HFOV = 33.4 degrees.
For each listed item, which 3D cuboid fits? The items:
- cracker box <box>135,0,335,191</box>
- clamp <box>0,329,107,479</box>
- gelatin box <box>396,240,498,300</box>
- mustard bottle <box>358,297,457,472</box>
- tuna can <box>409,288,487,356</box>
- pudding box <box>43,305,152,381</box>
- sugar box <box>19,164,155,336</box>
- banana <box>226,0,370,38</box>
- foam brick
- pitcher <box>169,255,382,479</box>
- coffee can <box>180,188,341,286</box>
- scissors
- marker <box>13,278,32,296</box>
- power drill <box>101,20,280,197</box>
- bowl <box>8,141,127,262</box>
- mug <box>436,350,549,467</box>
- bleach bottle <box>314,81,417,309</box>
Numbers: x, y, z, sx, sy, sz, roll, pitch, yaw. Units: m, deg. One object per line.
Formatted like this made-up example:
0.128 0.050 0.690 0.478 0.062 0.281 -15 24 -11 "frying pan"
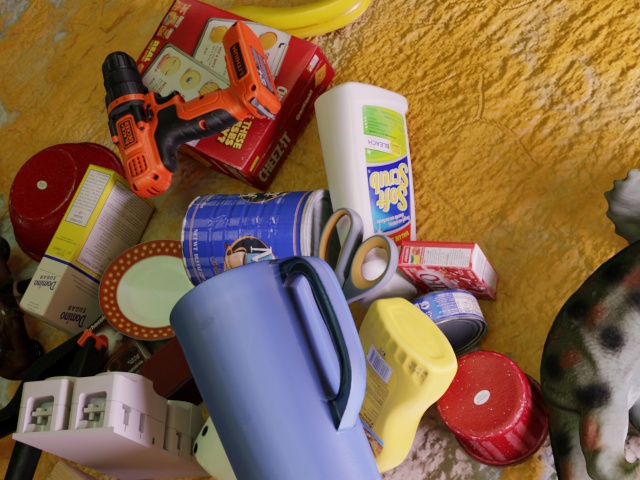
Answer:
-0.114 -0.170 1.215 0.214 0.072 0.164 26 81 30 "cracker box"
-0.305 0.180 1.109 0.165 0.036 0.210 19 69 44 "clamp"
0.121 0.029 1.007 0.073 0.089 0.030 3 69 25 "gelatin box"
0.049 0.151 0.958 0.096 0.058 0.192 50 130 36 "mustard bottle"
0.109 0.080 0.992 0.086 0.086 0.034 -25 58 12 "tuna can"
-0.236 0.141 1.145 0.113 0.039 0.090 -41 56 1 "pudding box"
-0.255 0.015 1.179 0.048 0.093 0.176 19 75 30 "sugar box"
-0.022 -0.264 1.241 0.198 0.037 0.069 -10 46 18 "banana"
-0.136 0.132 1.097 0.078 0.053 0.051 -41 58 1 "foam brick"
-0.025 0.141 0.910 0.145 0.149 0.243 -21 65 -7 "pitcher"
-0.057 0.001 1.092 0.140 0.102 0.103 -1 67 24 "coffee can"
0.022 0.071 1.005 0.096 0.016 0.202 10 93 39 "scissors"
-0.380 0.060 1.258 0.121 0.020 0.020 -9 64 20 "marker"
-0.146 -0.158 1.149 0.188 0.057 0.184 -27 66 17 "power drill"
-0.311 -0.056 1.260 0.162 0.055 0.162 -10 63 20 "bowl"
0.141 0.143 0.951 0.117 0.081 0.093 20 76 30 "mug"
0.058 -0.030 1.070 0.068 0.102 0.251 -25 65 41 "bleach bottle"
